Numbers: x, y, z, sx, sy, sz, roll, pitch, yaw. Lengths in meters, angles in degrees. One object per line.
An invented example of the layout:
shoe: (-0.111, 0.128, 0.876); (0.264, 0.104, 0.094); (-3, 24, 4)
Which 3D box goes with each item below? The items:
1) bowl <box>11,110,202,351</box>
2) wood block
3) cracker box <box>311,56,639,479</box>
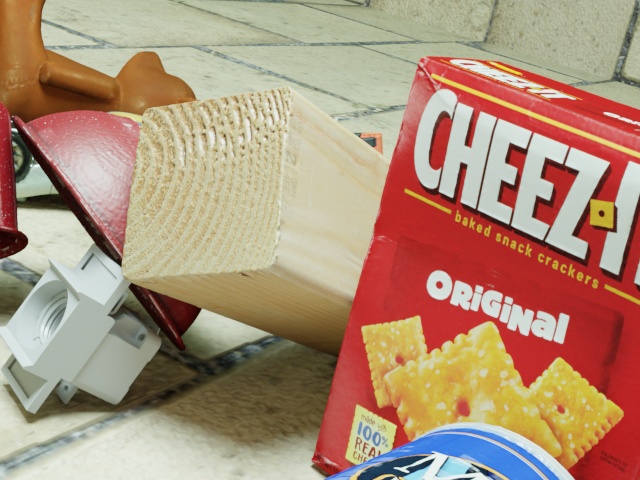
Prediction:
bowl: (-0.105, -0.017, 0.606); (0.055, 0.162, 0.162); (-37, 37, -12)
wood block: (-0.002, 0.002, 0.577); (0.091, 0.090, 0.205); (-5, -18, 30)
cracker box: (0.093, 0.043, 0.477); (0.071, 0.214, 0.164); (-6, 27, -45)
